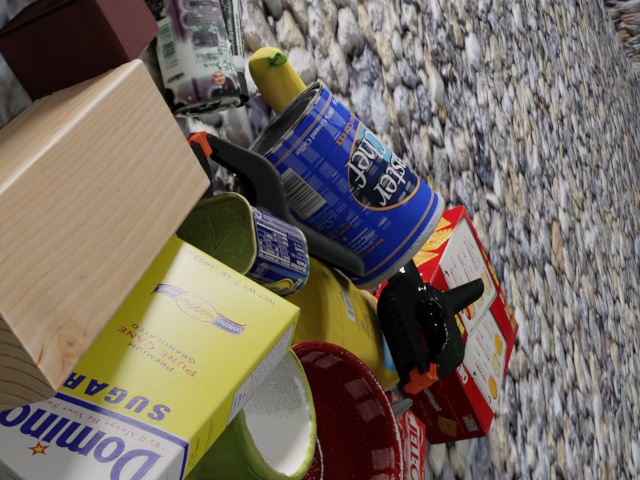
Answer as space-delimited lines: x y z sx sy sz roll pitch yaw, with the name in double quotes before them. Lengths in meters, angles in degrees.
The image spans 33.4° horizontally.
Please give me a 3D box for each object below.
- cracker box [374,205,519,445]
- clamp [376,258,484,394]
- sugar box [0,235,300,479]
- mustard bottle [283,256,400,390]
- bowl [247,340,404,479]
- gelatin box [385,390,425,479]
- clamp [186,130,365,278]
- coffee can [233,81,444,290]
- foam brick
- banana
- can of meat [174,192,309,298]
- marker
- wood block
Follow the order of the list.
"cracker box" 0.133 0.083 1.115 0.164 0.072 0.213 64 28 -17
"clamp" 0.082 0.047 0.937 0.164 0.036 0.210 42 30 -15
"sugar box" -0.095 0.078 0.561 0.176 0.093 0.048 -49 162 -45
"mustard bottle" 0.029 0.081 0.916 0.191 0.058 0.096 35 32 -54
"bowl" -0.010 0.156 0.770 0.161 0.055 0.162 19 62 -42
"gelatin box" 0.069 0.192 0.966 0.073 0.030 0.089 49 35 -42
"clamp" -0.055 0.001 0.789 0.120 0.039 0.171 -47 105 -22
"coffee can" 0.015 -0.043 0.861 0.140 0.103 0.102 42 35 -14
"foam brick" -0.148 -0.127 0.655 0.051 0.078 0.053 59 29 -25
"banana" -0.016 -0.111 0.946 0.070 0.037 0.197 56 4 40
"can of meat" -0.068 0.014 0.710 0.083 0.102 0.057 25 53 -61
"marker" -0.074 -0.168 0.899 0.020 0.020 0.121 26 53 -58
"wood block" -0.149 -0.007 0.568 0.091 0.090 0.206 63 28 -22
